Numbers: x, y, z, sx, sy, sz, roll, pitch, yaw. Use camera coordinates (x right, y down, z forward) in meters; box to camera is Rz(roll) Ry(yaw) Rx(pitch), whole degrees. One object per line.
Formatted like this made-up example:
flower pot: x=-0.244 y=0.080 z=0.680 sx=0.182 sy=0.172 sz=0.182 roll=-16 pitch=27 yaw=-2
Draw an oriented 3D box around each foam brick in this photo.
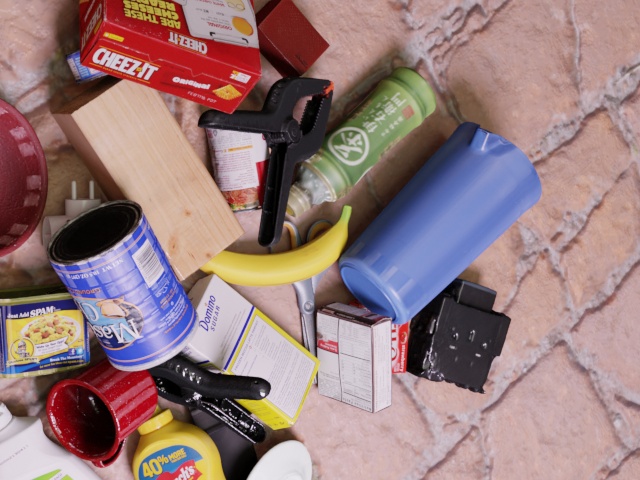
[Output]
foam brick: x=-0.040 y=-0.227 z=1.197 sx=0.053 sy=0.051 sz=0.078 roll=-48 pitch=114 yaw=-14

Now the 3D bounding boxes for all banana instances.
banana: x=-0.049 y=0.018 z=1.216 sx=0.197 sy=0.037 sz=0.069 roll=-17 pitch=84 yaw=-17

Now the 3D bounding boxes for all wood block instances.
wood block: x=-0.180 y=-0.070 z=1.121 sx=0.090 sy=0.091 sz=0.206 roll=-38 pitch=111 yaw=-19

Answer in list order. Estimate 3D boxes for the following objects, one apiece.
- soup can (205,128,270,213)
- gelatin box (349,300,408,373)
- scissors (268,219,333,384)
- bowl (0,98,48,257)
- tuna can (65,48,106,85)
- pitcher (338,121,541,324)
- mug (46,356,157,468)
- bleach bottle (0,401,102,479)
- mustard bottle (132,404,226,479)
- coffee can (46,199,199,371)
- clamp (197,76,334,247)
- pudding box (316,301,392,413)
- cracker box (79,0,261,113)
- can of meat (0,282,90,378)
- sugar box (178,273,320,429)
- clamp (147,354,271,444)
soup can: x=-0.088 y=-0.086 z=1.179 sx=0.068 sy=0.069 sz=0.102 roll=-13 pitch=101 yaw=-25
gelatin box: x=0.070 y=0.118 z=1.304 sx=0.073 sy=0.030 sz=0.089 roll=2 pitch=95 yaw=-27
scissors: x=-0.002 y=0.062 z=1.267 sx=0.096 sy=0.016 sz=0.202 roll=-26 pitch=106 yaw=-18
bowl: x=-0.344 y=-0.061 z=1.037 sx=0.161 sy=0.055 sz=0.162 roll=6 pitch=83 yaw=-56
tuna can: x=-0.216 y=-0.190 z=1.092 sx=0.086 sy=0.086 sz=0.034 roll=-27 pitch=105 yaw=-22
pitcher: x=0.140 y=-0.011 z=1.269 sx=0.242 sy=0.145 sz=0.149 roll=-44 pitch=103 yaw=-18
mug: x=-0.224 y=0.182 z=1.119 sx=0.081 sy=0.093 sz=0.117 roll=-36 pitch=128 yaw=-57
bleach bottle: x=-0.270 y=0.271 z=1.129 sx=0.102 sy=0.068 sz=0.251 roll=-37 pitch=108 yaw=-18
mustard bottle: x=-0.152 y=0.260 z=1.173 sx=0.096 sy=0.058 sz=0.191 roll=-26 pitch=90 yaw=13
coffee can: x=-0.195 y=0.045 z=1.067 sx=0.102 sy=0.103 sz=0.140 roll=-36 pitch=123 yaw=-19
clamp: x=-0.040 y=-0.104 z=1.153 sx=0.209 sy=0.036 sz=0.164 roll=-46 pitch=125 yaw=-44
pudding box: x=0.039 y=0.136 z=1.246 sx=0.039 sy=0.090 sz=0.113 roll=-20 pitch=115 yaw=-45
cracker box: x=-0.153 y=-0.242 z=1.064 sx=0.164 sy=0.072 sz=0.214 roll=15 pitch=48 yaw=-28
can of meat: x=-0.290 y=0.092 z=1.102 sx=0.101 sy=0.058 sz=0.084 roll=-6 pitch=100 yaw=-27
sugar box: x=-0.086 y=0.127 z=1.202 sx=0.176 sy=0.048 sz=0.093 roll=41 pitch=52 yaw=-22
clamp: x=-0.127 y=0.156 z=1.148 sx=0.171 sy=0.120 sz=0.039 roll=24 pitch=48 yaw=1
